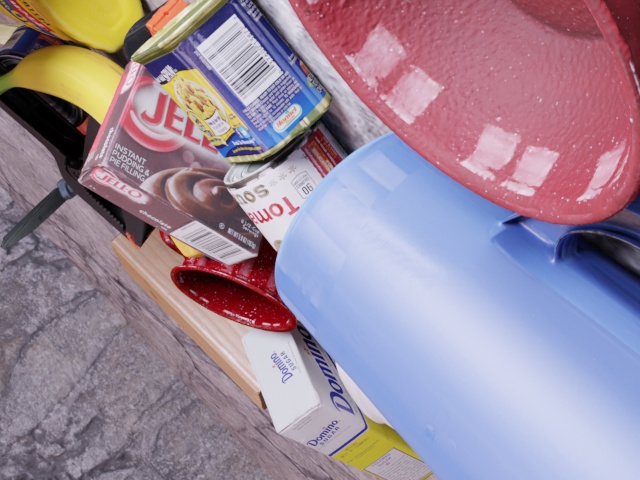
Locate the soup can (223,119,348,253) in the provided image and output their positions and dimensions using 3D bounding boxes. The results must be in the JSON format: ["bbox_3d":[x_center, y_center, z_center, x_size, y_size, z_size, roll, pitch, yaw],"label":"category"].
[{"bbox_3d":[0.000,-0.015,0.627,0.102,0.068,0.069,53,164,-18],"label":"soup can"}]

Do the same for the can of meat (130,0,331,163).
[{"bbox_3d":[-0.050,-0.091,0.590,0.084,0.057,0.102,49,166,-16],"label":"can of meat"}]

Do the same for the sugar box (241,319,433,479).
[{"bbox_3d":[0.020,0.125,0.823,0.176,0.048,0.093,37,-160,-47],"label":"sugar box"}]

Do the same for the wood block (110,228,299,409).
[{"bbox_3d":[-0.098,0.056,1.039,0.206,0.090,0.091,43,166,14],"label":"wood block"}]

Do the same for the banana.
[{"bbox_3d":[-0.132,-0.072,0.697,0.198,0.070,0.037,39,-155,17],"label":"banana"}]

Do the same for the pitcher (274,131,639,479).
[{"bbox_3d":[0.097,0.052,0.447,0.243,0.149,0.145,43,180,26],"label":"pitcher"}]

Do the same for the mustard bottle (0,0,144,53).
[{"bbox_3d":[-0.198,-0.184,0.756,0.096,0.058,0.192,45,169,-32],"label":"mustard bottle"}]

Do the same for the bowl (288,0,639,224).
[{"bbox_3d":[0.051,-0.081,0.333,0.162,0.055,0.162,43,165,14],"label":"bowl"}]

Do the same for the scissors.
[{"bbox_3d":[-0.235,-0.068,0.979,0.016,0.201,0.096,-11,102,34],"label":"scissors"}]

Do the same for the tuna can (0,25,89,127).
[{"bbox_3d":[-0.217,-0.128,0.849,0.086,0.033,0.086,21,150,13],"label":"tuna can"}]

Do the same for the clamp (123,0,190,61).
[{"bbox_3d":[-0.083,-0.094,0.711,0.120,0.039,0.171,29,162,3],"label":"clamp"}]

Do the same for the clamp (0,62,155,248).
[{"bbox_3d":[-0.174,-0.064,0.831,0.165,0.036,0.210,16,151,39],"label":"clamp"}]

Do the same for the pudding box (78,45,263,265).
[{"bbox_3d":[-0.079,-0.049,0.644,0.113,0.090,0.039,33,146,-29],"label":"pudding box"}]

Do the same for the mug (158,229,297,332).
[{"bbox_3d":[-0.055,0.001,0.731,0.117,0.081,0.093,29,158,-16],"label":"mug"}]
